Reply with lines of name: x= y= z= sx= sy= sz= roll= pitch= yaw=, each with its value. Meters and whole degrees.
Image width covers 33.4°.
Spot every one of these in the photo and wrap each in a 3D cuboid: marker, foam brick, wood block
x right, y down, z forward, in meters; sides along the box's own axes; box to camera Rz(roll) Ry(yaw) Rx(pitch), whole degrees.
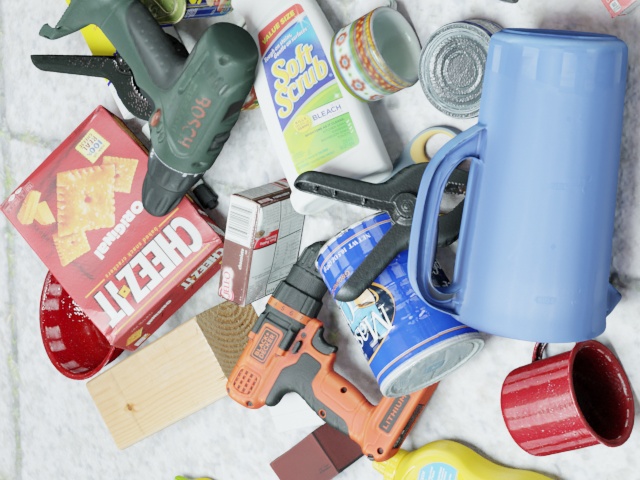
marker: x=-0.152 y=-0.081 z=1.161 sx=0.121 sy=0.020 sz=0.020 roll=51 pitch=126 yaw=13
foam brick: x=-0.004 y=0.230 z=1.124 sx=0.078 sy=0.051 sz=0.053 roll=-42 pitch=79 yaw=36
wood block: x=-0.155 y=0.148 z=1.185 sx=0.206 sy=0.090 sz=0.091 roll=-31 pitch=85 yaw=37

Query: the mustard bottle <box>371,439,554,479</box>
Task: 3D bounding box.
mustard bottle: x=0.134 y=0.245 z=1.024 sx=0.192 sy=0.058 sz=0.096 roll=17 pitch=115 yaw=31

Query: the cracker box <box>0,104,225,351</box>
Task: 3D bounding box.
cracker box: x=-0.221 y=-0.014 z=1.154 sx=0.164 sy=0.072 sz=0.214 roll=-44 pitch=73 yaw=3

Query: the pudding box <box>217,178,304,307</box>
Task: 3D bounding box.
pudding box: x=-0.057 y=0.001 z=1.073 sx=0.039 sy=0.089 sz=0.113 roll=23 pitch=115 yaw=27

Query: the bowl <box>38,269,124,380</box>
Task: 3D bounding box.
bowl: x=-0.261 y=0.082 z=1.248 sx=0.162 sy=0.055 sz=0.162 roll=-6 pitch=82 yaw=42

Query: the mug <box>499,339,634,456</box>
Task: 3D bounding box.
mug: x=0.210 y=0.129 z=0.927 sx=0.082 sy=0.093 sz=0.117 roll=-26 pitch=57 yaw=42

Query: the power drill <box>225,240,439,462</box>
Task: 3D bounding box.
power drill: x=0.020 y=0.114 z=1.049 sx=0.188 sy=0.057 sz=0.184 roll=29 pitch=92 yaw=20

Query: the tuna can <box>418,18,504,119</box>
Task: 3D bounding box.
tuna can: x=0.129 y=-0.149 z=0.930 sx=0.086 sy=0.033 sz=0.086 roll=11 pitch=109 yaw=33

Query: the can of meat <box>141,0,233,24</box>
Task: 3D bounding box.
can of meat: x=-0.132 y=-0.267 z=1.053 sx=0.058 sy=0.083 sz=0.102 roll=2 pitch=104 yaw=35

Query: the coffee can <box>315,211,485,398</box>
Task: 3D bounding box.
coffee can: x=0.071 y=0.057 z=0.970 sx=0.103 sy=0.102 sz=0.140 roll=-45 pitch=63 yaw=35

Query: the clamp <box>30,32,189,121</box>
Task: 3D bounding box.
clamp: x=-0.201 y=-0.183 z=1.097 sx=0.210 sy=0.036 sz=0.165 roll=48 pitch=119 yaw=6

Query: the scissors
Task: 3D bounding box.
scissors: x=0.061 y=-0.075 z=1.012 sx=0.202 sy=0.016 sz=0.096 roll=19 pitch=112 yaw=30

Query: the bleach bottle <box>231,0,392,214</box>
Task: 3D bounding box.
bleach bottle: x=-0.026 y=-0.157 z=1.003 sx=0.102 sy=0.068 sz=0.251 roll=-26 pitch=79 yaw=9

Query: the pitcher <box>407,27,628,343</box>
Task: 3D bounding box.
pitcher: x=0.170 y=-0.046 z=0.866 sx=0.145 sy=0.149 sz=0.243 roll=13 pitch=107 yaw=32

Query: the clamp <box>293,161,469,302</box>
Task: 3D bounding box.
clamp: x=0.063 y=-0.031 z=0.930 sx=0.120 sy=0.171 sz=0.039 roll=63 pitch=164 yaw=7
